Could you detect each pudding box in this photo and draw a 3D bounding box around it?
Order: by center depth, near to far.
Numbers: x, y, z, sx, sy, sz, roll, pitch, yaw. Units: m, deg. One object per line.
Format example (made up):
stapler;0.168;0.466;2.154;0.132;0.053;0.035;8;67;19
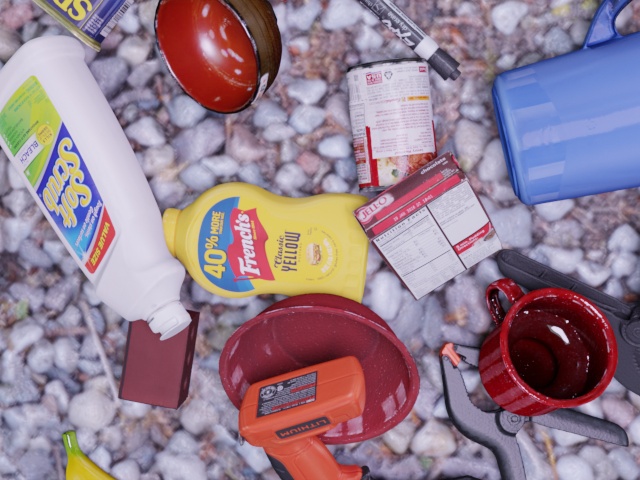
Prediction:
pudding box;0.088;-0.009;0.851;0.090;0.113;0.039;-32;51;6

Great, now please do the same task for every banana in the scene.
banana;-0.138;0.223;0.919;0.198;0.037;0.070;14;97;4

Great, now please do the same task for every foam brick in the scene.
foam brick;-0.135;0.096;0.903;0.051;0.053;0.078;9;95;4

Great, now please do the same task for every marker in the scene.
marker;0.070;-0.176;0.885;0.121;0.020;0.020;43;96;1

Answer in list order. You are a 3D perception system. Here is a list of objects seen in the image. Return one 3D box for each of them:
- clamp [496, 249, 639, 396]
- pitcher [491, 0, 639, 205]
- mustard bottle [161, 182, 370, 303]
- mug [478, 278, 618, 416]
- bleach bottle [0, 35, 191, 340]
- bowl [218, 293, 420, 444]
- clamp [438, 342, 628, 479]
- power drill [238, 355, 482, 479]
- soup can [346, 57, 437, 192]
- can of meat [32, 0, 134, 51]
clamp;0.248;0.064;0.860;0.165;0.036;0.210;-17;110;36
pitcher;0.259;-0.115;0.823;0.243;0.145;0.149;-13;52;8
mustard bottle;-0.056;0.001;0.887;0.191;0.058;0.096;7;101;5
mug;0.167;0.083;0.843;0.093;0.081;0.117;-31;79;-18
bleach bottle;-0.176;-0.036;0.860;0.103;0.068;0.251;-40;78;31
bowl;0.001;0.095;0.869;0.162;0.055;0.162;4;131;5
clamp;0.156;0.158;0.887;0.171;0.039;0.120;37;80;7
power drill;0.030;0.182;0.854;0.184;0.057;0.187;-18;120;12
soup can;0.059;-0.093;0.867;0.068;0.068;0.102;-6;93;5
can of meat;-0.200;-0.222;0.885;0.102;0.057;0.084;39;93;1
